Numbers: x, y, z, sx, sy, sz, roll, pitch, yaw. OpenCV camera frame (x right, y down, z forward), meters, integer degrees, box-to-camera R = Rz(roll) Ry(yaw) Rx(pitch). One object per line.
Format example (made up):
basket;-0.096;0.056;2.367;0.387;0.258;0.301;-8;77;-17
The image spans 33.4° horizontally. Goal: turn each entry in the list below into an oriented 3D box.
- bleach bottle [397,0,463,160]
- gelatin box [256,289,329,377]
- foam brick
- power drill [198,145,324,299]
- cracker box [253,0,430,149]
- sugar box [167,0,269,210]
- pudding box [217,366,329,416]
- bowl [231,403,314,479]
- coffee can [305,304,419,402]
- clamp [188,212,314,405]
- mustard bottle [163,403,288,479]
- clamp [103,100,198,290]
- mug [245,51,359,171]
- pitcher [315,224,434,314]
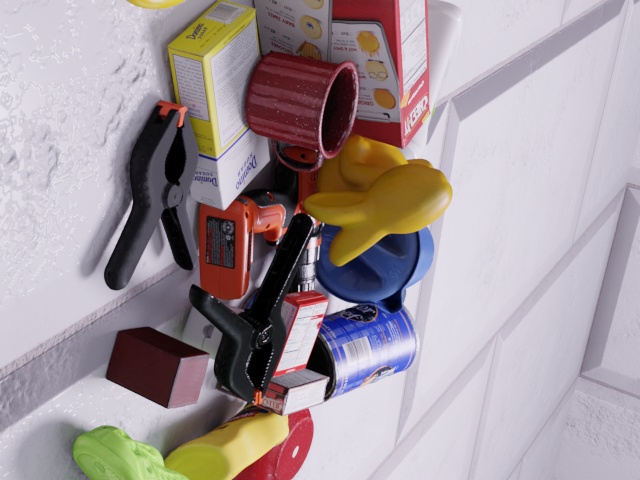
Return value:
bleach bottle;0.115;-0.171;1.301;0.102;0.068;0.250;94;12;-58
gelatin box;-0.031;0.100;1.164;0.073;0.030;0.089;-4;116;-63
foam brick;-0.155;0.120;1.016;0.052;0.078;0.051;1;107;-62
power drill;-0.057;0.001;1.140;0.187;0.057;0.184;-29;123;-59
cracker box;0.021;-0.209;1.033;0.072;0.164;0.214;-50;149;-33
sugar box;-0.093;-0.125;1.003;0.093;0.048;0.176;-52;153;-40
pudding box;-0.054;0.168;1.248;0.113;0.090;0.039;-4;111;-64
bowl;-0.054;0.257;1.357;0.161;0.055;0.162;-45;146;-43
coffee can;0.041;0.136;1.355;0.140;0.103;0.103;-16;124;-36
clamp;-0.062;0.079;1.069;0.164;0.036;0.210;-40;145;-34
mustard bottle;-0.090;0.227;1.216;0.191;0.096;0.058;-22;87;-60
clamp;-0.150;-0.036;0.958;0.120;0.039;0.171;-36;133;-58
mug;-0.019;-0.121;1.009;0.093;0.082;0.117;-47;147;-53
pitcher;0.071;0.000;1.328;0.242;0.145;0.149;5;103;-77
